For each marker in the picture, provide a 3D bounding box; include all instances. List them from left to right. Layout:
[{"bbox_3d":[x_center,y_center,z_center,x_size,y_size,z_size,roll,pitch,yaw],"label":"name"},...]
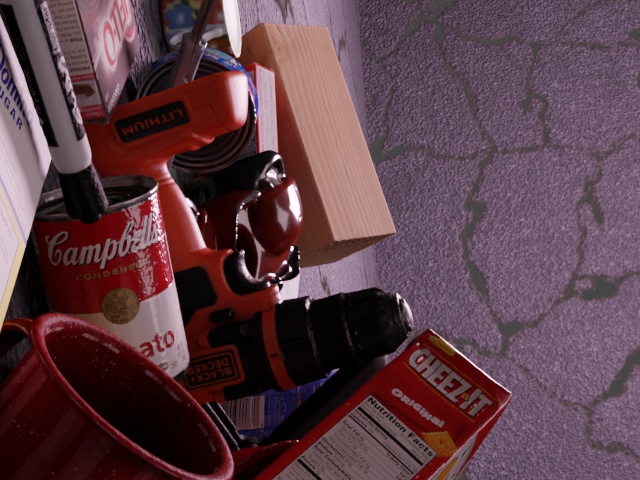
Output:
[{"bbox_3d":[-0.112,-0.060,0.449,0.020,0.020,0.121,-85,167,-57],"label":"marker"}]

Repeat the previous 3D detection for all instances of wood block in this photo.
[{"bbox_3d":[-0.020,-0.084,0.978,0.090,0.090,0.206,-9,77,-46],"label":"wood block"}]

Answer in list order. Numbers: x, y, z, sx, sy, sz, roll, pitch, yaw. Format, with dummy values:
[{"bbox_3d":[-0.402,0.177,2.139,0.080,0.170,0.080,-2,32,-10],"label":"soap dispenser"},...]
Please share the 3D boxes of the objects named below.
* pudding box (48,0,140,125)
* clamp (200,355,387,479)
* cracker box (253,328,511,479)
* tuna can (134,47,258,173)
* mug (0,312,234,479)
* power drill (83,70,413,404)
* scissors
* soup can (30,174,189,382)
[{"bbox_3d":[-0.134,-0.127,0.593,0.113,0.039,0.090,-85,167,-57],"label":"pudding box"},{"bbox_3d":[-0.057,0.150,0.749,0.036,0.164,0.210,-103,-153,-67],"label":"clamp"},{"bbox_3d":[-0.002,0.166,0.600,0.213,0.072,0.164,-36,157,-36],"label":"cracker box"},{"bbox_3d":[-0.087,-0.093,0.756,0.033,0.086,0.086,-85,167,-65],"label":"tuna can"},{"bbox_3d":[-0.101,0.080,0.402,0.117,0.081,0.093,43,6,27],"label":"mug"},{"bbox_3d":[-0.054,0.001,0.622,0.057,0.184,0.187,-37,111,-79],"label":"power drill"},{"bbox_3d":[-0.089,-0.117,0.682,0.096,0.016,0.202,-138,-115,-66],"label":"scissors"},{"bbox_3d":[-0.108,0.024,0.551,0.068,0.068,0.102,-75,158,-71],"label":"soup can"}]
